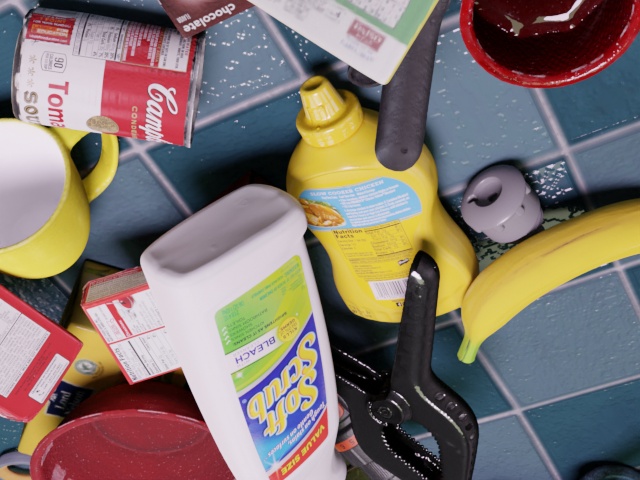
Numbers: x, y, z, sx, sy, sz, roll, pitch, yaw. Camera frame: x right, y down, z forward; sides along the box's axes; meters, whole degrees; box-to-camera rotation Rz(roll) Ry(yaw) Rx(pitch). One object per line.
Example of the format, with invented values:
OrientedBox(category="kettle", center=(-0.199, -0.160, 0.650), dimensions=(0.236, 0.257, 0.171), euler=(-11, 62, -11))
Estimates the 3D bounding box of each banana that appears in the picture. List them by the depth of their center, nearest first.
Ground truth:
OrientedBox(category="banana", center=(0.169, 0.012, 0.706), dimensions=(0.198, 0.037, 0.069), euler=(-28, 147, 1))

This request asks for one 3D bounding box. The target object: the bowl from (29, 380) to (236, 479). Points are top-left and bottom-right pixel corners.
OrientedBox(category="bowl", center=(-0.125, 0.151, 0.774), dimensions=(0.162, 0.055, 0.162), euler=(-1, 135, -1))

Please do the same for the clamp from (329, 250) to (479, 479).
OrientedBox(category="clamp", center=(0.040, 0.104, 0.739), dimensions=(0.165, 0.036, 0.210), euler=(-9, 120, 34))

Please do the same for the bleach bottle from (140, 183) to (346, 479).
OrientedBox(category="bleach bottle", center=(-0.029, 0.094, 0.691), dimensions=(0.102, 0.068, 0.251), euler=(-33, 126, -23))

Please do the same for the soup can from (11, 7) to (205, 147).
OrientedBox(category="soup can", center=(-0.122, -0.095, 0.623), dimensions=(0.102, 0.068, 0.069), euler=(8, 133, -5))

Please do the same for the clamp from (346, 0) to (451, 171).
OrientedBox(category="clamp", center=(0.047, -0.135, 0.576), dimensions=(0.039, 0.120, 0.171), euler=(6, 113, -19))

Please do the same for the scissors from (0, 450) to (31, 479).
OrientedBox(category="scissors", center=(-0.200, 0.201, 0.943), dimensions=(0.202, 0.016, 0.096), euler=(-19, 135, 19))

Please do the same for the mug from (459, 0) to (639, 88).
OrientedBox(category="mug", center=(0.123, -0.149, 0.555), dimensions=(0.093, 0.081, 0.117), euler=(23, 131, -19))

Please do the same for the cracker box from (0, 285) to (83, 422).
OrientedBox(category="cracker box", center=(-0.276, 0.023, 0.660), dimensions=(0.164, 0.072, 0.213), euler=(18, 161, 38))

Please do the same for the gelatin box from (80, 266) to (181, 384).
OrientedBox(category="gelatin box", center=(-0.103, 0.049, 0.707), dimensions=(0.089, 0.030, 0.073), euler=(-18, 123, 11))

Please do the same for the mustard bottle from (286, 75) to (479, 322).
OrientedBox(category="mustard bottle", center=(0.031, -0.027, 0.689), dimensions=(0.096, 0.058, 0.191), euler=(-7, 134, 25))
